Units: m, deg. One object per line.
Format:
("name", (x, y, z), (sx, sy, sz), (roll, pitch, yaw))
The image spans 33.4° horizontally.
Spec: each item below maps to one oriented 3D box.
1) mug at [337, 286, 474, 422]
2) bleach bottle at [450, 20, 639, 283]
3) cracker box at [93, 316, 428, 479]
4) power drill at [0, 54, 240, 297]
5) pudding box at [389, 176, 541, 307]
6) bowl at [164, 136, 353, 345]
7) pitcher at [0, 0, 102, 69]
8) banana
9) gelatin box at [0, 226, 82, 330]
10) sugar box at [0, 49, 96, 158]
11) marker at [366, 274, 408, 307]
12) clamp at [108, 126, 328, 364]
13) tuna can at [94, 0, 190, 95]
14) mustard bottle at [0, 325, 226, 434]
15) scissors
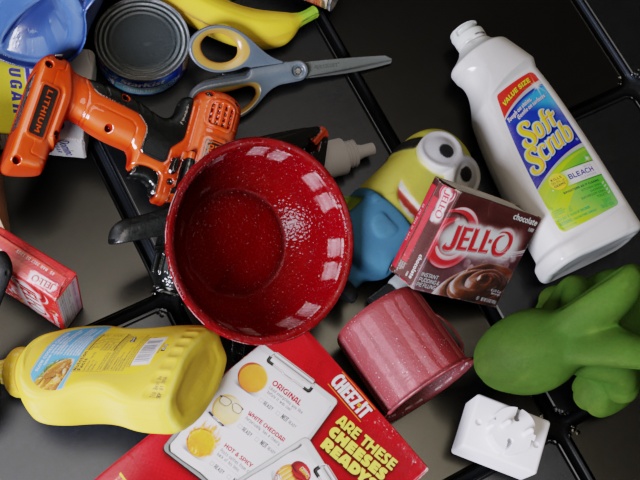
("mug", (0.075, 0.089, 0.891), (0.117, 0.093, 0.081), (-18, 66, -44))
("bleach bottle", (0.186, -0.092, 0.980), (0.102, 0.068, 0.251), (-23, 73, -16))
("cracker box", (-0.050, 0.192, 0.840), (0.213, 0.072, 0.164), (-38, 80, -19))
("power drill", (-0.167, -0.061, 0.897), (0.187, 0.057, 0.184), (20, 73, -24))
("pudding box", (0.123, 0.003, 0.901), (0.039, 0.113, 0.090), (40, 109, 44))
("bowl", (-0.056, 0.001, 0.845), (0.161, 0.055, 0.162), (1, 88, -28))
("pitcher", (-0.238, -0.276, 0.938), (0.149, 0.145, 0.242), (24, 52, -10))
("banana", (-0.104, -0.225, 1.003), (0.198, 0.037, 0.069), (23, 51, 0))
("gelatin box", (-0.232, 0.032, 0.862), (0.073, 0.089, 0.030), (32, 69, 4))
("sugar box", (-0.290, -0.129, 0.936), (0.176, 0.048, 0.093), (4, 70, -5))
("marker", (0.087, 0.024, 0.946), (0.121, 0.020, 0.020), (-40, 80, -19))
("clamp", (-0.057, -0.011, 0.901), (0.209, 0.036, 0.164), (-46, 115, -23))
("tuna can", (-0.163, -0.177, 0.976), (0.086, 0.034, 0.086), (3, 70, -7))
("mustard bottle", (-0.176, 0.104, 0.831), (0.192, 0.058, 0.096), (-1, 33, 24))
("scissors", (-0.036, -0.172, 0.984), (0.201, 0.016, 0.096), (-25, 106, -14))
